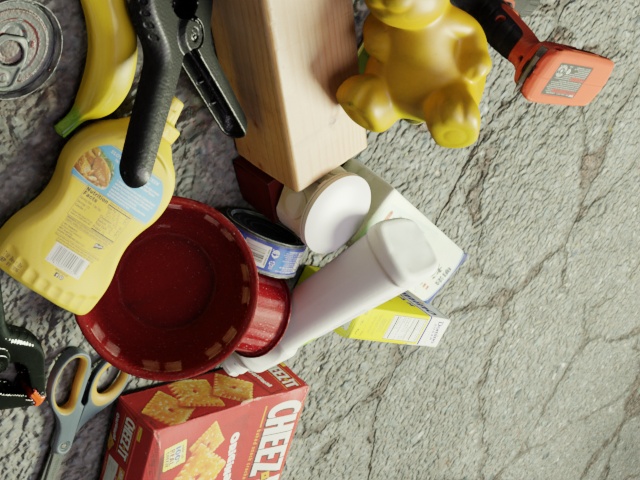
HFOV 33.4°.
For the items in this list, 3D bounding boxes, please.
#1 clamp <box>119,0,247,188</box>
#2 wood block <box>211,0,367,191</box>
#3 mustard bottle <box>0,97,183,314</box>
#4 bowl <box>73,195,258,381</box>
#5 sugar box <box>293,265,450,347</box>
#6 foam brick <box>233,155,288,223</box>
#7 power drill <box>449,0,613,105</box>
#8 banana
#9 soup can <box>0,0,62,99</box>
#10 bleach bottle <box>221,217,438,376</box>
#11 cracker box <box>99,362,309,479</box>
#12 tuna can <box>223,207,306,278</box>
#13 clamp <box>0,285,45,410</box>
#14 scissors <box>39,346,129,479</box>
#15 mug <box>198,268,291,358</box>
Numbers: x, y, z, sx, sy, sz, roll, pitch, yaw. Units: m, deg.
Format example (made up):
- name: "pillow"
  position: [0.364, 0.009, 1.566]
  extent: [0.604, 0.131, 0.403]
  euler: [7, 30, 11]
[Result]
- name: "clamp"
  position: [-0.115, -0.150, 0.815]
  extent: [0.164, 0.036, 0.210]
  euler: [-47, 136, -53]
- name: "wood block"
  position: [-0.028, -0.157, 0.911]
  extent: [0.090, 0.090, 0.206]
  euler: [-34, 139, -25]
- name: "mustard bottle"
  position: [-0.175, -0.040, 0.869]
  extent: [0.096, 0.058, 0.191]
  euler: [37, 89, -30]
- name: "bowl"
  position: [-0.136, 0.040, 0.942]
  extent: [0.162, 0.055, 0.162]
  euler: [0, 95, -6]
- name: "sugar box"
  position: [0.060, 0.074, 1.188]
  extent: [0.175, 0.093, 0.048]
  euler: [8, 113, -50]
- name: "foam brick"
  position: [-0.033, -0.064, 1.010]
  extent: [0.078, 0.053, 0.051]
  euler: [-33, 139, -24]
- name: "power drill"
  position: [0.192, -0.205, 1.030]
  extent: [0.184, 0.188, 0.057]
  euler: [-4, 133, -41]
- name: "banana"
  position: [-0.170, -0.167, 0.794]
  extent: [0.069, 0.037, 0.198]
  euler: [-26, 136, -34]
- name: "soup can"
  position: [-0.224, -0.143, 0.700]
  extent: [0.068, 0.102, 0.068]
  euler: [-28, 136, -30]
- name: "bleach bottle"
  position: [-0.007, 0.068, 1.060]
  extent: [0.251, 0.068, 0.102]
  euler: [-34, 170, 26]
- name: "cracker box"
  position: [-0.125, 0.224, 1.128]
  extent: [0.213, 0.072, 0.164]
  euler: [-9, 125, -44]
- name: "tuna can"
  position: [-0.057, 0.001, 1.011]
  extent: [0.085, 0.086, 0.034]
  euler: [7, 112, -49]
- name: "clamp"
  position: [-0.275, 0.087, 0.885]
  extent: [0.120, 0.039, 0.171]
  euler: [-47, 149, -2]
- name: "scissors"
  position: [-0.231, 0.183, 1.027]
  extent: [0.096, 0.016, 0.202]
  euler: [-15, 129, -40]
- name: "mug"
  position: [-0.097, 0.067, 1.030]
  extent: [0.117, 0.093, 0.081]
  euler: [-30, 150, 32]
